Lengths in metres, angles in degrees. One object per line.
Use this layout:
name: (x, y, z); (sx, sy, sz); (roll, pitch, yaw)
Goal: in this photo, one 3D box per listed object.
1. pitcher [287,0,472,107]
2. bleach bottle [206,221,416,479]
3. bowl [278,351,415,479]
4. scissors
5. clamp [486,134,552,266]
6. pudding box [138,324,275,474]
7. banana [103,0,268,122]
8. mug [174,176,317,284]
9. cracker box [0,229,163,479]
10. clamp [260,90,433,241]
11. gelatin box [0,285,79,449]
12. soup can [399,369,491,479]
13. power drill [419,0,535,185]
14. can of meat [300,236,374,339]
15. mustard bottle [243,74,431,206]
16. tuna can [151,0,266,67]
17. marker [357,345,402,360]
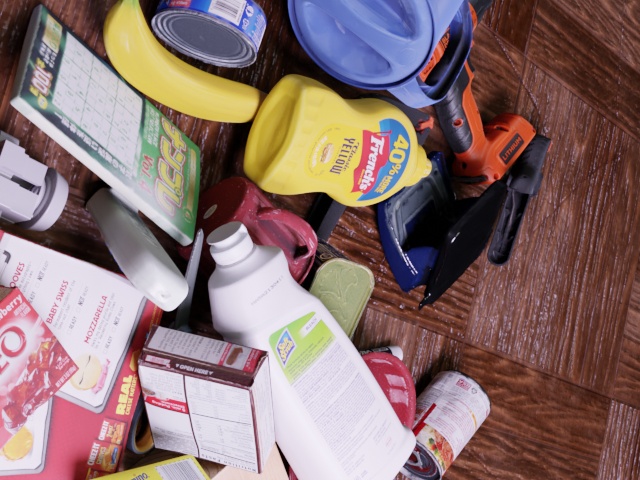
pitcher: (0.086, -0.242, 0.957); (0.242, 0.145, 0.149); (-55, 164, -42)
bleach bottle: (-0.014, 0.091, 0.830); (0.102, 0.068, 0.251); (-46, 120, -37)
bowl: (0.014, 0.169, 0.967); (0.161, 0.055, 0.162); (-20, 120, -40)
scissors: (-0.101, 0.078, 0.832); (0.096, 0.016, 0.202); (-5, 123, -58)
clamp: (0.220, -0.067, 1.147); (0.120, 0.039, 0.171); (105, 7, -54)
pudding box: (-0.082, 0.118, 0.782); (0.113, 0.090, 0.039); (88, 17, -47)
banana: (-0.108, -0.131, 0.831); (0.197, 0.070, 0.037); (35, 45, -54)
mug: (-0.056, 0.001, 0.860); (0.081, 0.117, 0.093); (47, 50, -30)
cracker box: (-0.223, 0.080, 0.726); (0.213, 0.072, 0.164); (25, 75, -42)
clamp: (0.027, -0.071, 0.990); (0.209, 0.036, 0.164); (-18, 107, -39)
gelatin box: (-0.206, 0.084, 0.670); (0.089, 0.030, 0.073); (-48, 122, -31)
soup can: (0.119, 0.187, 1.077); (0.102, 0.069, 0.068); (-45, 122, -35)
power drill: (0.154, -0.166, 1.099); (0.184, 0.057, 0.187); (-47, 121, -28)
can of meat: (-0.011, 0.051, 0.908); (0.057, 0.084, 0.102); (18, 100, -31)
mustard bottle: (0.028, -0.077, 0.920); (0.191, 0.058, 0.096); (8, 112, -44)
tuna can: (-0.086, -0.171, 0.836); (0.086, 0.086, 0.033); (31, 70, -42)
marker: (0.033, 0.114, 1.020); (0.120, 0.020, 0.020); (-1, 93, -45)
